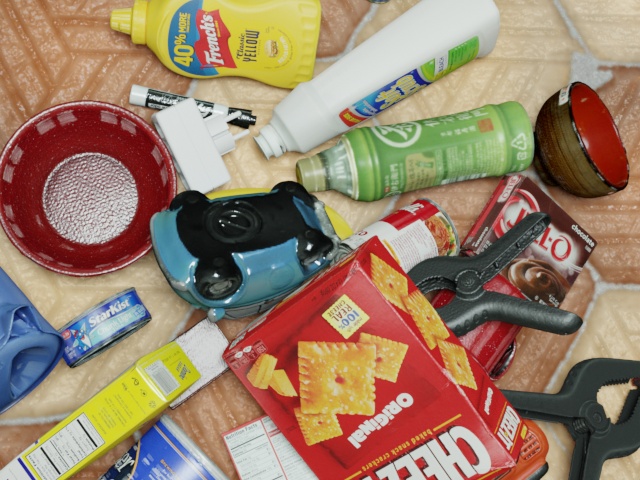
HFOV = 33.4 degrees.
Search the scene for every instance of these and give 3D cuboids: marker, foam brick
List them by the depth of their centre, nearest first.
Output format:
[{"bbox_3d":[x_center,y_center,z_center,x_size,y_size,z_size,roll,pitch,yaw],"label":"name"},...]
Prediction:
[{"bbox_3d":[-0.117,0.110,0.959,0.078,0.053,0.051,-35,86,-12],"label":"foam brick"},{"bbox_3d":[-0.120,-0.126,1.015,0.121,0.020,0.020,12,79,-5],"label":"marker"}]

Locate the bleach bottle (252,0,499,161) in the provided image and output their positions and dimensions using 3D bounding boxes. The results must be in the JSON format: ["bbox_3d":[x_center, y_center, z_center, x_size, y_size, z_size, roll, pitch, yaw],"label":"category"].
[{"bbox_3d":[0.049,-0.152,1.009,0.250,0.102,0.068,-33,78,-5],"label":"bleach bottle"}]

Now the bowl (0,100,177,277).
[{"bbox_3d":[-0.211,-0.043,0.971,0.162,0.055,0.162,1,81,-7],"label":"bowl"}]

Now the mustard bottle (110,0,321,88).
[{"bbox_3d":[-0.098,-0.197,0.994,0.191,0.096,0.058,5,40,-5],"label":"mustard bottle"}]

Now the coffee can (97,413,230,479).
[{"bbox_3d":[-0.148,0.233,0.910,0.140,0.103,0.103,-44,88,-11],"label":"coffee can"}]

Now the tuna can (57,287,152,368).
[{"bbox_3d":[-0.192,0.077,0.939,0.086,0.086,0.034,-32,88,-11],"label":"tuna can"}]

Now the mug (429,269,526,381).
[{"bbox_3d":[0.145,0.082,0.985,0.081,0.093,0.117,-51,121,-16],"label":"mug"}]

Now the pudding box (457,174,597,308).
[{"bbox_3d":[0.196,0.005,1.004,0.113,0.039,0.090,39,78,-25],"label":"pudding box"}]

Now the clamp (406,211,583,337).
[{"bbox_3d":[0.138,0.050,0.918,0.171,0.039,0.120,-23,49,5],"label":"clamp"}]

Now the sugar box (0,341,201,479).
[{"bbox_3d":[-0.189,0.158,0.892,0.176,0.093,0.048,-40,86,13],"label":"sugar box"}]

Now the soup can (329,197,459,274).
[{"bbox_3d":[0.067,0.012,0.979,0.102,0.069,0.068,-28,85,-25],"label":"soup can"}]

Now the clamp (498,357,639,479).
[{"bbox_3d":[0.233,0.160,0.970,0.209,0.036,0.164,-36,87,-32],"label":"clamp"}]

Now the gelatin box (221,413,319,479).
[{"bbox_3d":[-0.038,0.199,0.956,0.073,0.030,0.089,-24,71,-6],"label":"gelatin box"}]

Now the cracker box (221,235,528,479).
[{"bbox_3d":[0.044,0.129,0.901,0.164,0.072,0.213,-36,94,28],"label":"cracker box"}]

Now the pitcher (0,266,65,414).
[{"bbox_3d":[-0.341,0.044,0.899,0.149,0.145,0.243,-39,75,-9],"label":"pitcher"}]
